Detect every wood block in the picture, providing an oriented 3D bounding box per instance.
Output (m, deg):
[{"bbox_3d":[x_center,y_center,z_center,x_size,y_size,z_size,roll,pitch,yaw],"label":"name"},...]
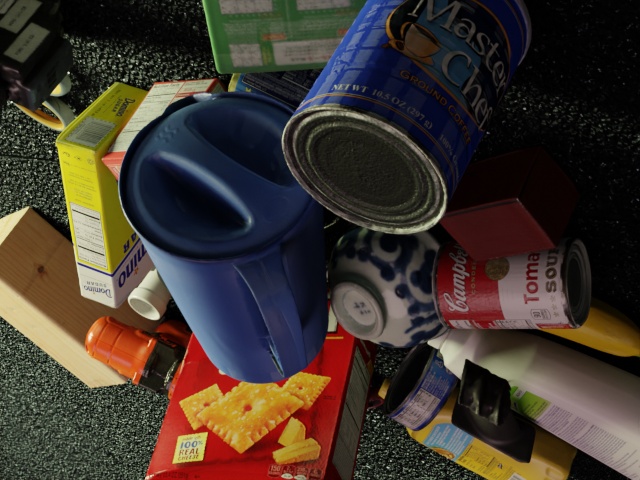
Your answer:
[{"bbox_3d":[-0.292,0.068,1.205,0.206,0.090,0.090,45,146,-23],"label":"wood block"}]

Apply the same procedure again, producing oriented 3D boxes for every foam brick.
[{"bbox_3d":[0.131,-0.025,0.748,0.051,0.053,0.078,45,147,-24],"label":"foam brick"}]

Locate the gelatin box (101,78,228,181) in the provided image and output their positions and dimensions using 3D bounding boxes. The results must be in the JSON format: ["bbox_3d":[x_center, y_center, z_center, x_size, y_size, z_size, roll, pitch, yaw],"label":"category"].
[{"bbox_3d":[-0.118,-0.086,0.832,0.073,0.089,0.030,2,140,39],"label":"gelatin box"}]

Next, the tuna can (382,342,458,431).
[{"bbox_3d":[0.094,0.130,0.976,0.033,0.086,0.086,32,150,-7],"label":"tuna can"}]

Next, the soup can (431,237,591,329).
[{"bbox_3d":[0.143,0.032,0.795,0.102,0.068,0.068,-2,138,30],"label":"soup can"}]

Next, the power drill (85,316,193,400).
[{"bbox_3d":[-0.138,0.132,1.122,0.184,0.057,0.187,26,179,8],"label":"power drill"}]

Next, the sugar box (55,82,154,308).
[{"bbox_3d":[-0.174,-0.036,0.916,0.048,0.093,0.176,17,135,19],"label":"sugar box"}]

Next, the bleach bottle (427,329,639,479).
[{"bbox_3d":[0.204,0.125,0.899,0.251,0.068,0.103,27,152,8],"label":"bleach bottle"}]

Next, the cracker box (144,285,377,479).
[{"bbox_3d":[-0.046,0.141,0.952,0.164,0.213,0.072,-2,139,19],"label":"cracker box"}]

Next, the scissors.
[{"bbox_3d":[-0.296,-0.169,0.934,0.201,0.016,0.096,38,147,-14],"label":"scissors"}]

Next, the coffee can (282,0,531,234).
[{"bbox_3d":[0.053,-0.089,0.633,0.103,0.140,0.103,22,149,14],"label":"coffee can"}]

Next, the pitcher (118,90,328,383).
[{"bbox_3d":[-0.052,0.021,0.780,0.145,0.149,0.243,16,153,15],"label":"pitcher"}]

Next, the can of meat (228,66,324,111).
[{"bbox_3d":[-0.020,-0.089,0.778,0.084,0.057,0.102,27,150,9],"label":"can of meat"}]

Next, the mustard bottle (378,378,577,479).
[{"bbox_3d":[0.145,0.186,1.041,0.191,0.058,0.096,26,151,6],"label":"mustard bottle"}]
